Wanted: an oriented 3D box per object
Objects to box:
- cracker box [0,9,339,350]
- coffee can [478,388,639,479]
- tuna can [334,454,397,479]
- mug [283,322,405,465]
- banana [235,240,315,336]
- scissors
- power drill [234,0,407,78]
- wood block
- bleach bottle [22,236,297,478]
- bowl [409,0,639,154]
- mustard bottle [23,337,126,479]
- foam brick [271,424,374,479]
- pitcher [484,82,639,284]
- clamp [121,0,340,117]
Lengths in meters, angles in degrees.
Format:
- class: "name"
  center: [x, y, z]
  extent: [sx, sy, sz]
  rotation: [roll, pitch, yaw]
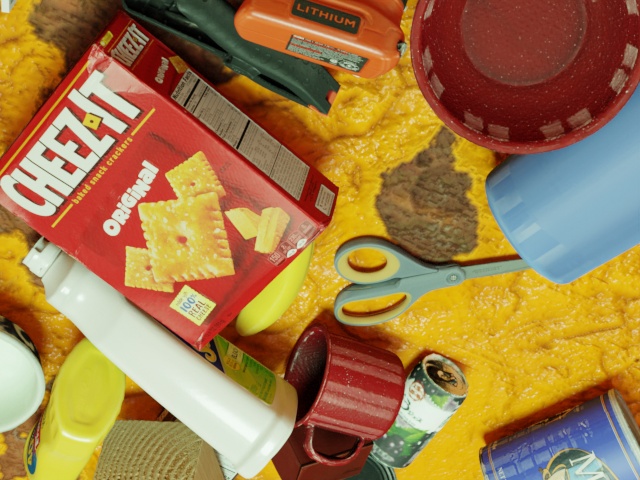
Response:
- class: "cracker box"
  center: [-0.119, -0.038, 0.802]
  extent: [0.213, 0.072, 0.164]
  rotation: [38, 120, -16]
- class: "coffee can"
  center: [0.234, 0.213, 0.997]
  extent: [0.140, 0.103, 0.102]
  rotation: [-27, 121, 15]
- class: "tuna can"
  center: [0.028, 0.233, 1.008]
  extent: [0.086, 0.086, 0.034]
  rotation: [8, 134, -8]
- class: "mug"
  center: [0.019, 0.139, 0.933]
  extent: [0.081, 0.117, 0.093]
  rotation: [19, 160, -21]
- class: "banana"
  center: [-0.038, 0.001, 0.882]
  extent: [0.070, 0.037, 0.198]
  rotation: [9, 124, 12]
- class: "scissors"
  center: [0.099, 0.017, 0.910]
  extent: [0.202, 0.016, 0.096]
  rotation: [-22, 122, 11]
- class: "power drill"
  center: [0.008, -0.210, 0.673]
  extent: [0.184, 0.057, 0.187]
  rotation: [18, 83, -4]
- class: "wood block"
  center: [-0.135, 0.259, 0.983]
  extent: [0.091, 0.090, 0.206]
  rotation: [0, 138, 10]
- class: "bleach bottle"
  center: [-0.135, 0.085, 0.873]
  extent: [0.250, 0.102, 0.068]
  rotation: [38, 103, -8]
- class: "bowl"
  center: [0.143, -0.144, 0.743]
  extent: [0.162, 0.055, 0.162]
  rotation: [2, 114, 5]
- class: "mustard bottle"
  center: [-0.222, 0.167, 0.939]
  extent: [0.058, 0.096, 0.192]
  rotation: [17, 143, -16]
- class: "foam brick"
  center: [-0.001, 0.191, 0.978]
  extent: [0.078, 0.051, 0.053]
  rotation: [-12, 141, -29]
- class: "pitcher"
  center: [0.253, -0.070, 0.801]
  extent: [0.243, 0.145, 0.149]
  rotation: [-37, 104, 24]
- class: "clamp"
  center: [-0.052, -0.137, 0.747]
  extent: [0.171, 0.120, 0.039]
  rotation: [24, 93, -23]
